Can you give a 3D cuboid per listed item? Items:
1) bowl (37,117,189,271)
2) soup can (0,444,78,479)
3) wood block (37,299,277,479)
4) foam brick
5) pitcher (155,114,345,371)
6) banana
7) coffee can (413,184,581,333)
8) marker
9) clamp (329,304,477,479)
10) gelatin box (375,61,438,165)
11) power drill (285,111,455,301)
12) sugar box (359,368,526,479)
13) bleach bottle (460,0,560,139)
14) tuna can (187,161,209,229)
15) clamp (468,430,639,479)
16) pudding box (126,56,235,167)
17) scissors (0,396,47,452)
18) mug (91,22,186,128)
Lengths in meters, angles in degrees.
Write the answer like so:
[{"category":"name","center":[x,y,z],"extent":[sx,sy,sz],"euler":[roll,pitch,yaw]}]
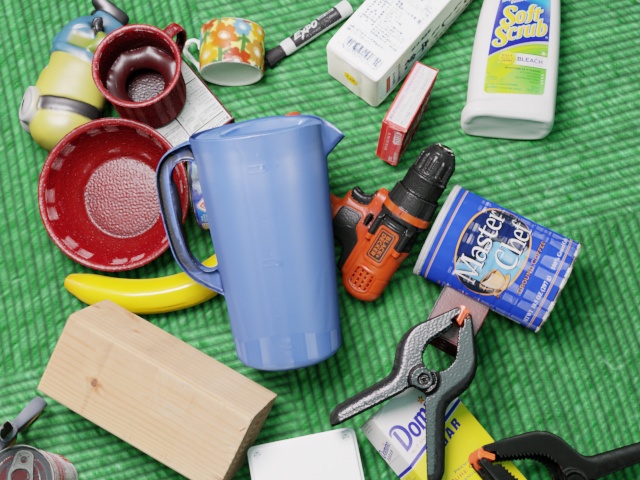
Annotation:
[{"category":"bowl","center":[-0.215,-0.048,1.140],"extent":[0.162,0.055,0.162],"euler":[0,89,3]},{"category":"soup can","center":[-0.282,0.239,1.049],"extent":[0.068,0.102,0.068],"euler":[-1,75,2]},{"category":"wood block","center":[-0.161,0.151,1.062],"extent":[0.206,0.090,0.091],"euler":[28,102,9]},{"category":"foam brick","center":[0.136,0.085,1.089],"extent":[0.053,0.078,0.051],"euler":[27,79,9]},{"category":"pitcher","center":[-0.057,0.001,1.055],"extent":[0.144,0.149,0.243],"euler":[-20,107,-43]},{"category":"banana","center":[-0.172,0.046,1.135],"extent":[0.197,0.037,0.069],"euler":[-14,56,-3]},{"category":"coffee can","center":[0.180,0.018,1.092],"extent":[0.140,0.103,0.102],"euler":[26,77,9]},{"category":"marker","center":[-0.016,-0.233,1.213],"extent":[0.121,0.020,0.020],"euler":[-35,76,-7]},{"category":"clamp","center":[0.104,0.145,1.022],"extent":[0.120,0.039,0.171],"euler":[40,88,5]},{"category":"gelatin box","center":[0.093,-0.135,1.146],"extent":[0.030,0.073,0.089],"euler":[25,65,7]},{"category":"power drill","center":[0.028,-0.055,1.113],"extent":[0.188,0.057,0.184],"euler":[35,105,15]},{"category":"sugar box","center":[0.131,0.223,1.055],"extent":[0.093,0.048,0.176],"euler":[-33,78,-29]},{"category":"bleach bottle","center":[0.214,-0.240,1.185],"extent":[0.102,0.068,0.251],"euler":[5,72,3]},{"category":"tuna can","center":[-0.117,-0.055,1.133],"extent":[0.034,0.086,0.086],"euler":[-7,74,2]},{"category":"clamp","center":[0.243,0.250,1.028],"extent":[0.210,0.036,0.164],"euler":[14,63,-8]},{"category":"pudding box","center":[-0.161,-0.143,1.184],"extent":[0.090,0.039,0.113],"euler":[-38,78,-8]},{"category":"scissors","center":[-0.290,0.173,1.032],"extent":[0.016,0.202,0.096],"euler":[40,55,-2]},{"category":"mug","center":[-0.181,-0.179,1.130],"extent":[0.093,0.081,0.117],"euler":[31,78,9]}]
